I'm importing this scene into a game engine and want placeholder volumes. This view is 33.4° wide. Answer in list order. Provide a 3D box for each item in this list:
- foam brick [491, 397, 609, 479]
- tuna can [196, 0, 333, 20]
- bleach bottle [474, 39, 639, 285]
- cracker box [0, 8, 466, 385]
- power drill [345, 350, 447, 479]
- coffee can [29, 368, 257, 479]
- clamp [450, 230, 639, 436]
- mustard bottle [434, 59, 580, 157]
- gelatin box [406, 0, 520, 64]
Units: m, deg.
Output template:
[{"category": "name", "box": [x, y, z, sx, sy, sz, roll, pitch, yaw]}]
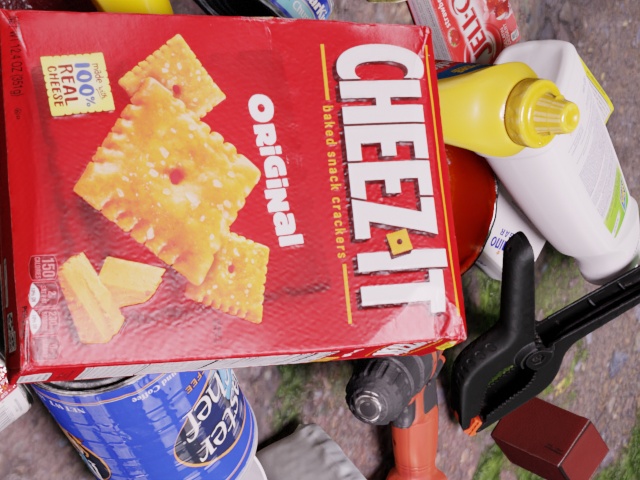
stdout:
[{"category": "foam brick", "box": [0.201, 0.177, 0.938, 0.053, 0.078, 0.051, -51, 130, -16]}, {"category": "tuna can", "box": [-0.037, -0.146, 0.632, 0.086, 0.086, 0.033, 41, 76, -40]}, {"category": "bleach bottle", "box": [0.194, -0.034, 0.814, 0.250, 0.068, 0.102, 50, 54, -43]}, {"category": "cracker box", "box": [-0.045, -0.021, 0.514, 0.213, 0.072, 0.164, -2, 80, -19]}, {"category": "power drill", "box": [0.061, 0.140, 0.776, 0.184, 0.057, 0.188, -43, 137, -61]}, {"category": "coffee can", "box": [-0.101, 0.082, 0.605, 0.102, 0.103, 0.140, -44, 143, -23]}, {"category": "clamp", "box": [0.174, 0.078, 0.843, 0.164, 0.036, 0.210, 4, 131, -26]}, {"category": "mustard bottle", "box": [0.081, -0.088, 0.679, 0.096, 0.192, 0.058, -10, 108, -39]}, {"category": "gelatin box", "box": [0.106, -0.167, 0.789, 0.073, 0.030, 0.089, -42, 126, -24]}]
